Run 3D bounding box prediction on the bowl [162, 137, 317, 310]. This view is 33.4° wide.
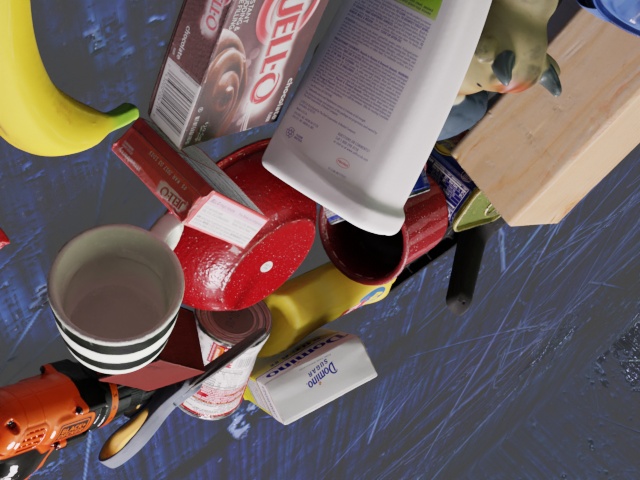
[{"bbox_3d":[-0.055,0.001,0.804,0.162,0.055,0.162,-37,157,-19],"label":"bowl"}]

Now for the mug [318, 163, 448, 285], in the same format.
[{"bbox_3d":[0.062,-0.027,0.926,0.081,0.093,0.117,-28,142,-48],"label":"mug"}]

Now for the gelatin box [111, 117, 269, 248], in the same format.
[{"bbox_3d":[-0.080,-0.034,0.669,0.030,0.073,0.089,-48,158,7],"label":"gelatin box"}]

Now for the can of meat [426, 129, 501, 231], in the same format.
[{"bbox_3d":[0.130,-0.060,0.986,0.101,0.084,0.058,-14,143,-52],"label":"can of meat"}]

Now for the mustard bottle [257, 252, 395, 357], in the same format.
[{"bbox_3d":[0.010,0.046,0.986,0.191,0.058,0.096,-25,174,-44],"label":"mustard bottle"}]

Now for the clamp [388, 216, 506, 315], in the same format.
[{"bbox_3d":[0.155,-0.012,1.093,0.036,0.165,0.210,42,85,-24],"label":"clamp"}]

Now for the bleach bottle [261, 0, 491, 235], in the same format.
[{"bbox_3d":[0.062,-0.135,0.672,0.251,0.103,0.068,-62,157,11],"label":"bleach bottle"}]

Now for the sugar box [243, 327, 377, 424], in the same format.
[{"bbox_3d":[-0.020,0.117,0.965,0.093,0.048,0.176,-26,-178,-14],"label":"sugar box"}]

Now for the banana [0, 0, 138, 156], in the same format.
[{"bbox_3d":[-0.143,-0.090,0.514,0.069,0.037,0.198,-58,164,-16],"label":"banana"}]

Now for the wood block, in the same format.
[{"bbox_3d":[0.219,-0.114,0.879,0.090,0.090,0.206,-5,143,-51],"label":"wood block"}]

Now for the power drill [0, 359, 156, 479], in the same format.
[{"bbox_3d":[-0.219,0.167,0.810,0.188,0.057,0.184,-55,159,20],"label":"power drill"}]

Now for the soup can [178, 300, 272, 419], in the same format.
[{"bbox_3d":[-0.085,0.095,0.901,0.068,0.068,0.102,-25,151,-41],"label":"soup can"}]

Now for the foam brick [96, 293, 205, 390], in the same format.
[{"bbox_3d":[-0.127,0.076,0.787,0.053,0.051,0.078,-18,161,13],"label":"foam brick"}]

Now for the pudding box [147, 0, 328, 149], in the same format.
[{"bbox_3d":[-0.047,-0.115,0.631,0.089,0.039,0.114,-23,150,-47],"label":"pudding box"}]

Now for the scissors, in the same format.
[{"bbox_3d":[-0.109,0.109,0.856,0.202,0.016,0.096,-43,-159,20],"label":"scissors"}]
